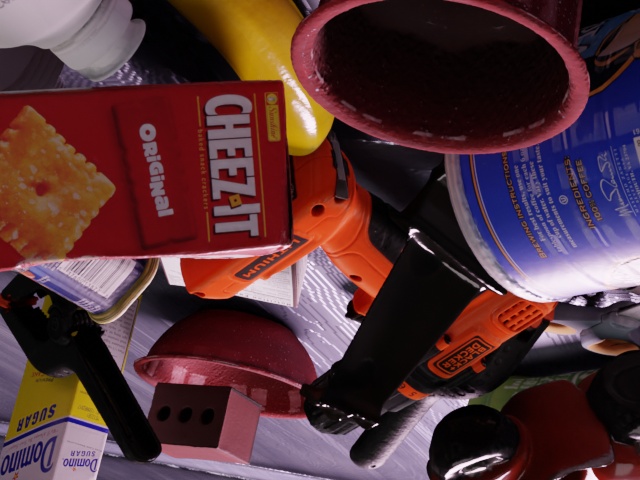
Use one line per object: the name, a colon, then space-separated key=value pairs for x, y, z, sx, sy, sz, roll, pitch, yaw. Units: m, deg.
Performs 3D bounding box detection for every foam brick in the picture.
foam brick: x=-0.096 y=0.149 z=0.869 sx=0.078 sy=0.053 sz=0.051 roll=-3 pitch=154 yaw=30

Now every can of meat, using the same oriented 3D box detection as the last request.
can of meat: x=-0.153 y=-0.010 z=0.618 sx=0.083 sy=0.057 sz=0.102 roll=39 pitch=-175 yaw=-43

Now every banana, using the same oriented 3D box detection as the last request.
banana: x=-0.034 y=-0.082 z=0.453 sx=0.070 sy=0.037 sz=0.197 roll=3 pitch=156 yaw=17

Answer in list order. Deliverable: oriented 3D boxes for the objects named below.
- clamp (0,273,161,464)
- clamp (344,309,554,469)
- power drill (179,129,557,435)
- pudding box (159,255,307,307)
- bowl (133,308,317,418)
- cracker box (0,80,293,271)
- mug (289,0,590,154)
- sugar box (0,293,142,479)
clamp: x=-0.173 y=0.049 z=0.771 sx=0.036 sy=0.164 sz=0.210 roll=-3 pitch=-165 yaw=-42
clamp: x=0.074 y=0.081 z=0.686 sx=0.039 sy=0.120 sz=0.172 roll=15 pitch=155 yaw=-36
power drill: x=0.014 y=0.033 z=0.598 sx=0.185 sy=0.057 sz=0.187 roll=-38 pitch=131 yaw=25
pudding box: x=-0.054 y=0.001 z=0.662 sx=0.090 sy=0.039 sz=0.113 roll=10 pitch=159 yaw=3
bowl: x=-0.068 y=0.098 z=0.877 sx=0.162 sy=0.055 sz=0.162 roll=11 pitch=158 yaw=4
cracker box: x=-0.134 y=-0.019 z=0.438 sx=0.213 sy=0.072 sz=0.164 roll=-4 pitch=-177 yaw=-16
mug: x=0.046 y=-0.089 z=0.334 sx=0.093 sy=0.081 sz=0.117 roll=15 pitch=158 yaw=-7
sugar box: x=-0.202 y=0.122 z=0.845 sx=0.048 sy=0.176 sz=0.094 roll=29 pitch=153 yaw=-36
